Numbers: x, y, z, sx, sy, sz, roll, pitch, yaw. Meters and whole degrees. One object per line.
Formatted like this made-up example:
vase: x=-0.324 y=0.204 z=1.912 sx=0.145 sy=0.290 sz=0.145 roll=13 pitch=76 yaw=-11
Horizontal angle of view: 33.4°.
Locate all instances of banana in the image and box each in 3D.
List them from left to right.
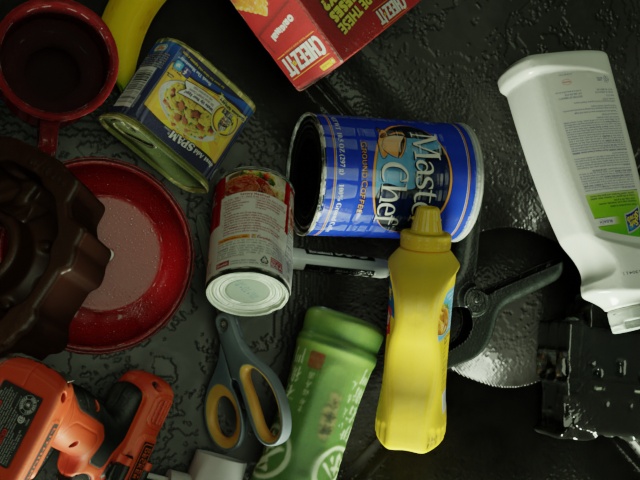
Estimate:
banana: x=-0.128 y=-0.207 z=0.885 sx=0.197 sy=0.037 sz=0.069 roll=-56 pitch=133 yaw=-10

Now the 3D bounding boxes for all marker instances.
marker: x=0.028 y=0.021 z=0.928 sx=0.121 sy=0.020 sz=0.020 roll=7 pitch=85 yaw=-17

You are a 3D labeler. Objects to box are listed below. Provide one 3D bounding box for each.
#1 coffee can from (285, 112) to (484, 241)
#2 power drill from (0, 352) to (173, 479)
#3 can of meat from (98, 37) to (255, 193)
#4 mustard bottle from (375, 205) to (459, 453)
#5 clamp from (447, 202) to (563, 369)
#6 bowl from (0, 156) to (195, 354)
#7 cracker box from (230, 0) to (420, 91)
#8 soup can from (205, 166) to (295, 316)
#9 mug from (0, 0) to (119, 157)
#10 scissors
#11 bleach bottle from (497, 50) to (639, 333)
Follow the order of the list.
coffee can: x=0.052 y=-0.052 z=0.896 sx=0.140 sy=0.103 sz=0.103 roll=2 pitch=86 yaw=-18
power drill: x=-0.190 y=0.168 z=0.773 sx=0.057 sy=0.187 sz=0.184 roll=19 pitch=78 yaw=20
can of meat: x=-0.113 y=-0.101 z=0.861 sx=0.102 sy=0.058 sz=0.084 roll=40 pitch=73 yaw=-31
mustard bottle: x=0.080 y=0.067 z=0.865 sx=0.058 sy=0.096 sz=0.192 roll=6 pitch=102 yaw=11
clamp: x=0.143 y=0.052 z=0.954 sx=0.120 sy=0.039 sz=0.171 roll=29 pitch=85 yaw=-10
bowl: x=-0.174 y=0.011 z=0.845 sx=0.162 sy=0.055 sz=0.162 roll=1 pitch=87 yaw=-18
cracker box: x=-0.020 y=-0.254 z=0.879 sx=0.213 sy=0.072 sz=0.164 roll=53 pitch=52 yaw=-9
soup can: x=-0.056 y=0.001 z=0.855 sx=0.068 sy=0.069 sz=0.102 roll=13 pitch=53 yaw=-17
mug: x=-0.208 y=-0.121 z=0.827 sx=0.093 sy=0.082 sz=0.117 roll=2 pitch=86 yaw=-18
scissors: x=-0.085 y=0.086 z=0.883 sx=0.016 sy=0.096 sz=0.202 roll=0 pitch=54 yaw=-50
bleach bottle: x=0.237 y=-0.041 z=0.951 sx=0.102 sy=0.068 sz=0.251 roll=-8 pitch=78 yaw=-20
